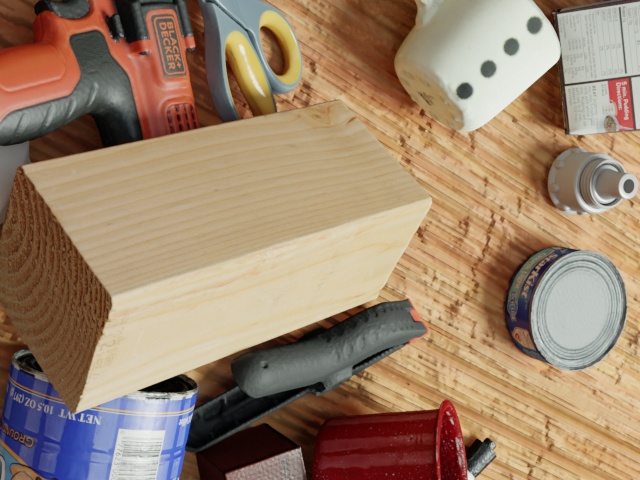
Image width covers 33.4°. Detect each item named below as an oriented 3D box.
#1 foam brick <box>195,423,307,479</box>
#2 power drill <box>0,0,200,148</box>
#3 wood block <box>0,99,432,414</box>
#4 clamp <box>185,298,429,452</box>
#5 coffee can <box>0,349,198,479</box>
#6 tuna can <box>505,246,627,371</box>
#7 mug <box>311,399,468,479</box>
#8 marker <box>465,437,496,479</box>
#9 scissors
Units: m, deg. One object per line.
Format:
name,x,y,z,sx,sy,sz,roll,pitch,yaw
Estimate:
foam brick,-0.038,0.162,0.659,0.052,0.051,0.078,-15,103,-25
power drill,-0.144,-0.114,0.535,0.187,0.057,0.184,-18,96,-49
wood block,-0.054,0.001,0.565,0.205,0.091,0.090,-18,147,-40
clamp,-0.010,0.080,0.653,0.171,0.120,0.039,-14,75,-41
coffee can,-0.130,0.139,0.583,0.102,0.103,0.140,11,91,-27
tuna can,0.174,0.047,0.758,0.086,0.034,0.086,-3,98,-26
mug,0.048,0.151,0.676,0.082,0.117,0.093,-7,76,17
marker,0.080,0.184,0.738,0.121,0.020,0.020,-47,113,-14
scissors,-0.055,-0.151,0.601,0.096,0.016,0.202,-43,123,-52
